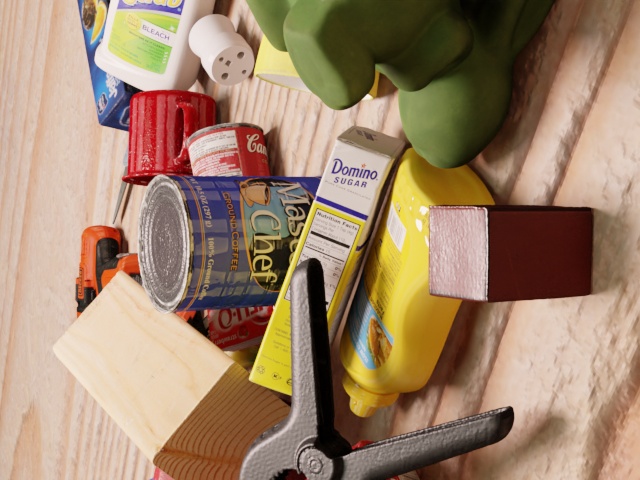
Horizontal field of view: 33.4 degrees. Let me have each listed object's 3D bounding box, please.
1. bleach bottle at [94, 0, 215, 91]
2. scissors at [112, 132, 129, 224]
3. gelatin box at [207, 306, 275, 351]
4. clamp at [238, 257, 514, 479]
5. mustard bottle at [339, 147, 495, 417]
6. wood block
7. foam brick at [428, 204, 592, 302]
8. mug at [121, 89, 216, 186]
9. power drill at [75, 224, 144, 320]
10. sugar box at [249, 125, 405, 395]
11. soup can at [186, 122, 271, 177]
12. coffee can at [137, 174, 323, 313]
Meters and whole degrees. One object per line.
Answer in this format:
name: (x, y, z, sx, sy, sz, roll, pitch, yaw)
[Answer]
bleach bottle: (-0.140, -0.256, 0.971, 0.102, 0.068, 0.251, 27, 131, 10)
scissors: (-0.217, -0.113, 1.212, 0.202, 0.016, 0.096, -53, 46, 47)
gelatin box: (-0.060, 0.051, 0.912, 0.089, 0.030, 0.073, -21, 72, 41)
clamp: (0.000, 0.127, 0.672, 0.165, 0.036, 0.210, 44, 111, 19)
mustard bottle: (0.054, 0.042, 0.703, 0.096, 0.058, 0.192, -111, 33, -51)
wood block: (-0.114, 0.111, 0.817, 0.090, 0.090, 0.206, -50, 36, -9)
foam brick: (0.106, 0.006, 0.595, 0.053, 0.078, 0.051, 4, 94, 58)
mug: (-0.136, -0.096, 0.996, 0.117, 0.093, 0.081, 168, 103, -71)
power drill: (-0.231, 0.078, 1.205, 0.188, 0.057, 0.184, 6, 97, 60)
sugar box: (0.006, 0.012, 0.729, 0.093, 0.048, 0.176, -50, -22, -75)
soup can: (-0.074, -0.042, 0.915, 0.069, 0.068, 0.102, -33, 64, 56)
coffee can: (-0.055, 0.001, 0.812, 0.103, 0.140, 0.103, 5, 96, 60)
